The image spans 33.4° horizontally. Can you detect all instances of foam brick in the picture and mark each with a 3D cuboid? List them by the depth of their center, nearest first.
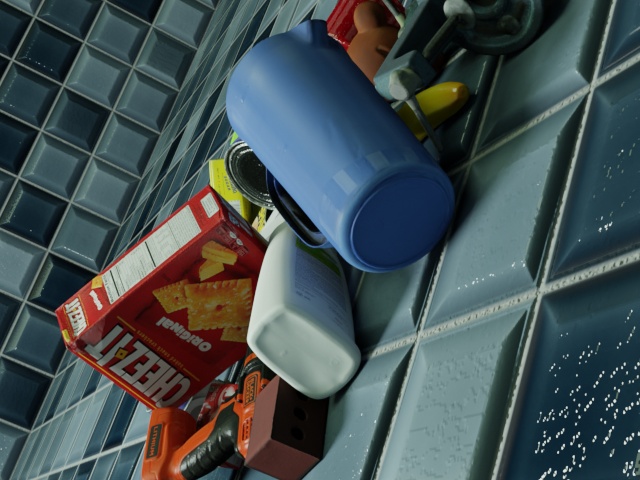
[{"bbox_3d":[-0.029,0.167,0.951,0.051,0.053,0.078,-52,21,38],"label":"foam brick"}]

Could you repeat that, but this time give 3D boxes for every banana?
[{"bbox_3d":[0.083,-0.095,1.040,0.198,0.037,0.069,-53,36,38],"label":"banana"}]

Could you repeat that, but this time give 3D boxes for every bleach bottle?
[{"bbox_3d":[-0.011,0.046,1.033,0.068,0.102,0.250,-45,15,19],"label":"bleach bottle"}]

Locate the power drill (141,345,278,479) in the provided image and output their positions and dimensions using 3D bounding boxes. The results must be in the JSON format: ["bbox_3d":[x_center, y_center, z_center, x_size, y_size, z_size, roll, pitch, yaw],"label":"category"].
[{"bbox_3d":[-0.099,0.170,1.080,0.188,0.057,0.184,-36,32,31],"label":"power drill"}]

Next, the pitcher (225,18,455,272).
[{"bbox_3d":[0.015,-0.071,0.950,0.145,0.149,0.243,-36,43,1],"label":"pitcher"}]

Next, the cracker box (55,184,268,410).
[{"bbox_3d":[-0.140,0.070,1.120,0.214,0.164,0.072,-39,40,5],"label":"cracker box"}]

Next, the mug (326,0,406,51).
[{"bbox_3d":[0.049,-0.240,1.269,0.081,0.093,0.117,-58,-23,-15],"label":"mug"}]

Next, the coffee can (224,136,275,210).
[{"bbox_3d":[-0.037,-0.119,1.274,0.103,0.103,0.140,-44,10,51],"label":"coffee can"}]

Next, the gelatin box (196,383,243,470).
[{"bbox_3d":[-0.102,0.197,1.144,0.073,0.030,0.089,-8,57,51],"label":"gelatin box"}]

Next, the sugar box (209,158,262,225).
[{"bbox_3d":[-0.104,-0.063,1.408,0.176,0.048,0.093,-31,-62,-79],"label":"sugar box"}]
